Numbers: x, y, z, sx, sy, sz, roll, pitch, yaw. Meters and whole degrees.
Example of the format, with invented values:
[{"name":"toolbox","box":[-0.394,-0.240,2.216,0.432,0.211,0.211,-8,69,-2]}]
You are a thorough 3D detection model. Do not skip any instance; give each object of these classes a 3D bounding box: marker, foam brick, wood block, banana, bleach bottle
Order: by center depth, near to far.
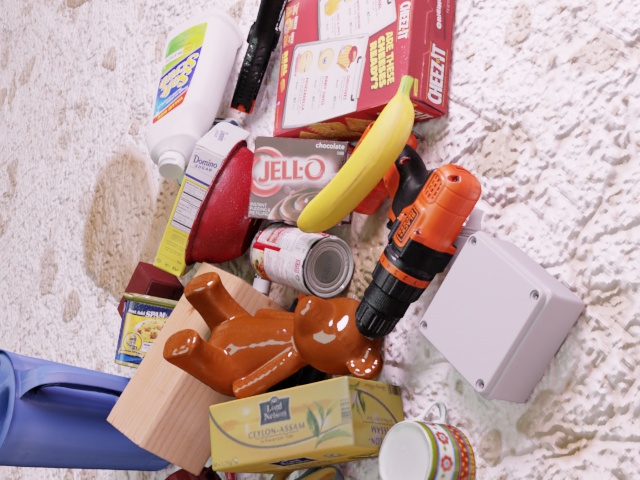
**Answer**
[{"name":"banana","box":[0.036,-0.065,1.021,0.198,0.037,0.069,-51,11,27]},{"name":"wood block","box":[-0.134,0.140,1.184,0.091,0.090,0.206,20,76,54]},{"name":"marker","box":[-0.058,0.002,1.241,0.020,0.020,0.121,6,83,52]},{"name":"bleach bottle","box":[-0.160,-0.177,1.323,0.103,0.068,0.250,-21,43,26]},{"name":"foam brick","box":[-0.223,0.077,1.398,0.051,0.052,0.078,45,112,49]}]

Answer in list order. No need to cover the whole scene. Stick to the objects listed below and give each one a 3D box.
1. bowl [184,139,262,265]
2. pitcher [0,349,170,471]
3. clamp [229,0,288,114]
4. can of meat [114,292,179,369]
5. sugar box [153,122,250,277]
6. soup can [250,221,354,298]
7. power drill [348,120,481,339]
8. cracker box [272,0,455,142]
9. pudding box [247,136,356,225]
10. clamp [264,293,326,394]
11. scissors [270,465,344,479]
[{"name":"bowl","box":[-0.098,-0.034,1.237,0.162,0.055,0.162,26,-91,-86]},{"name":"pitcher","box":[-0.282,0.208,1.271,0.149,0.242,0.145,22,96,53]},{"name":"clamp","box":[-0.068,-0.247,1.276,0.164,0.036,0.210,-75,5,-71]},{"name":"can of meat","box":[-0.188,0.111,1.259,0.102,0.057,0.084,10,88,12]},{"name":"sugar box","box":[-0.143,-0.050,1.284,0.093,0.048,0.176,-57,-11,-62]},{"name":"soup can","box":[-0.020,0.020,1.147,0.102,0.068,0.068,15,90,52]},{"name":"power drill","box":[0.069,-0.020,1.029,0.185,0.057,0.188,-58,30,20]},{"name":"cracker box","box":[0.044,-0.196,1.137,0.214,0.072,0.164,-9,72,49]},{"name":"pudding box","box":[-0.019,-0.064,1.152,0.114,0.039,0.090,6,92,21]},{"name":"clamp","box":[-0.031,0.145,1.136,0.120,0.039,0.171,-10,66,30]},{"name":"scissors","box":[-0.070,0.271,1.074,0.202,0.016,0.096,-26,18,3]}]
